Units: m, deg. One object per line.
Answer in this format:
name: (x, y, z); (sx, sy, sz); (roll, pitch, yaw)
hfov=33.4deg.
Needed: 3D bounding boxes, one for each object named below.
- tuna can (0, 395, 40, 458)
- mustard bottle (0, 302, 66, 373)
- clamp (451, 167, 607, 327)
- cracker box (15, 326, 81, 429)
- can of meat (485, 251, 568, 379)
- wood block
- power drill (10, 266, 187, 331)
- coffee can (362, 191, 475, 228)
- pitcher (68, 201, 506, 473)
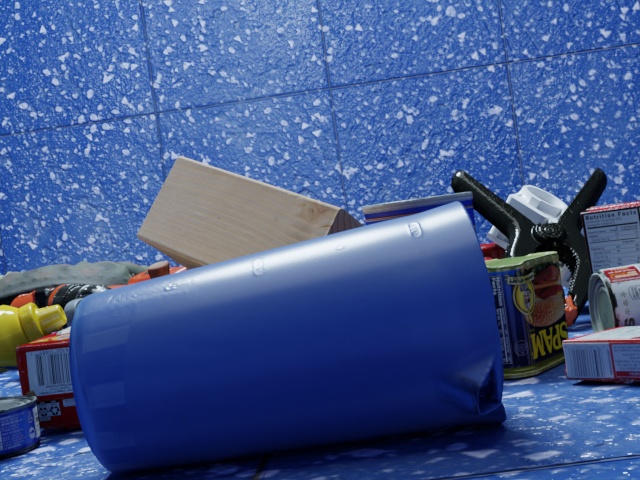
tuna can: (-0.244, 0.135, 0.760); (0.086, 0.034, 0.086); (-8, 1, 0)
mustard bottle: (-0.314, 0.104, 0.939); (0.191, 0.058, 0.096); (-25, -4, -3)
clamp: (0.215, -0.002, 1.065); (0.164, 0.036, 0.210); (3, 46, 2)
cracker box: (-0.143, 0.101, 0.901); (0.164, 0.072, 0.213); (-7, 0, 1)
can of meat: (0.149, 0.056, 0.818); (0.058, 0.084, 0.101); (-7, 1, 36)
wood block: (-0.056, 0.001, 0.974); (0.206, 0.091, 0.090); (19, -12, 38)
power drill: (-0.236, 0.067, 1.222); (0.185, 0.057, 0.187); (-7, -1, 44)
coffee can: (0.099, 0.031, 0.989); (0.103, 0.140, 0.103); (-8, 1, 0)
pitcher: (-0.018, 0.058, 0.642); (0.243, 0.145, 0.149); (-11, -13, 0)
